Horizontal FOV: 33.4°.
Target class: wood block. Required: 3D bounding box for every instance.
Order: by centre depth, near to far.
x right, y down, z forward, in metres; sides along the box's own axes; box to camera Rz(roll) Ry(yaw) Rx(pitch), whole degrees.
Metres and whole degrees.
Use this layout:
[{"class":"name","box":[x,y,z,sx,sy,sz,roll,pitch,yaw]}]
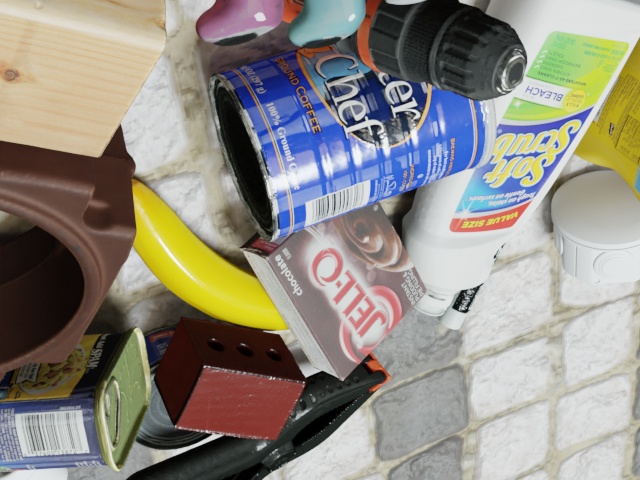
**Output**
[{"class":"wood block","box":[-0.175,-0.108,0.422,0.205,0.090,0.091,10,148,-27]}]

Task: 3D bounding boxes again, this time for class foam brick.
[{"class":"foam brick","box":[-0.058,0.090,0.686,0.078,0.053,0.051,13,114,-33]}]

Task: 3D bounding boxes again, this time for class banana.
[{"class":"banana","box":[-0.057,0.020,0.700,0.197,0.037,0.069,19,85,-37]}]

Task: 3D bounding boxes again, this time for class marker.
[{"class":"marker","box":[0.121,0.012,0.789,0.020,0.020,0.121,11,116,-31]}]

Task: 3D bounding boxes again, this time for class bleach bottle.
[{"class":"bleach bottle","box":[0.124,-0.057,0.718,0.102,0.068,0.251,5,121,-28]}]

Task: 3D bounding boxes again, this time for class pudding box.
[{"class":"pudding box","box":[0.011,0.021,0.701,0.090,0.039,0.113,-44,120,-23]}]

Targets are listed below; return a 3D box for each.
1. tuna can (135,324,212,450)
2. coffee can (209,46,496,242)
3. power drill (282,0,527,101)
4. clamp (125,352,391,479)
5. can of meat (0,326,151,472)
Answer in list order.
[{"class":"tuna can","box":[-0.100,0.102,0.732,0.086,0.034,0.086,-13,126,-18]},{"class":"coffee can","box":[0.018,-0.070,0.630,0.140,0.103,0.103,-20,128,-13]},{"class":"power drill","box":[0.052,-0.178,0.536,0.057,0.185,0.188,2,113,-49]},{"class":"clamp","box":[-0.042,0.153,0.778,0.209,0.036,0.164,-31,156,-17]},{"class":"can of meat","box":[-0.155,0.096,0.644,0.084,0.102,0.057,-4,111,5]}]
